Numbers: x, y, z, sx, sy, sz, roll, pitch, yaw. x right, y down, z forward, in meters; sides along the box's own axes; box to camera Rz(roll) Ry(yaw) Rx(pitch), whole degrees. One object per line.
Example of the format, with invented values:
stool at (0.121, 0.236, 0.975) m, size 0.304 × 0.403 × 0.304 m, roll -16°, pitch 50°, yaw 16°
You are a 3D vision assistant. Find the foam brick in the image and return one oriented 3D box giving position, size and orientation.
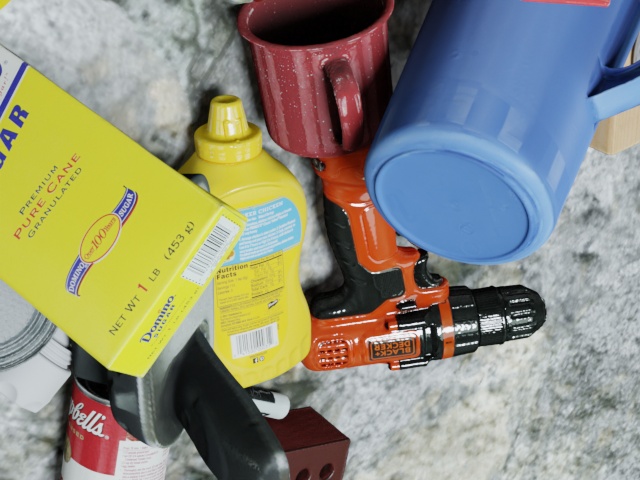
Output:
foam brick at (-0.027, 0.162, 0.791) m, size 0.078 × 0.051 × 0.053 m, roll -5°, pitch 115°, yaw -37°

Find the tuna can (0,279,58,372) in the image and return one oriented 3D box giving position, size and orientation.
tuna can at (-0.185, 0.028, 0.585) m, size 0.086 × 0.034 × 0.086 m, roll -3°, pitch 97°, yaw -25°

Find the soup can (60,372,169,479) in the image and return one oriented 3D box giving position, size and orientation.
soup can at (-0.129, 0.131, 0.681) m, size 0.068 × 0.069 × 0.102 m, roll -4°, pitch 116°, yaw -37°

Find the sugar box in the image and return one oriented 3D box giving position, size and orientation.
sugar box at (-0.131, -0.022, 0.522) m, size 0.093 × 0.176 × 0.048 m, roll -55°, pitch 162°, yaw -2°

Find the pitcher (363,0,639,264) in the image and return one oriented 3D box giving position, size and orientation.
pitcher at (0.125, -0.107, 0.626) m, size 0.145 × 0.149 × 0.242 m, roll 31°, pitch 57°, yaw -6°

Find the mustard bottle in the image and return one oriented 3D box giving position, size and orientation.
mustard bottle at (-0.055, 0.001, 0.676) m, size 0.096 × 0.058 × 0.192 m, roll -14°, pitch 122°, yaw -23°

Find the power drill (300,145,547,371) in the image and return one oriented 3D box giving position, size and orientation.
power drill at (0.067, 0.003, 0.738) m, size 0.184 × 0.057 × 0.188 m, roll -9°, pitch 117°, yaw -6°

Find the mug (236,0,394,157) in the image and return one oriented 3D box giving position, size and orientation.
mug at (0.005, -0.097, 0.636) m, size 0.093 × 0.117 × 0.081 m, roll -16°, pitch 130°, yaw -8°
